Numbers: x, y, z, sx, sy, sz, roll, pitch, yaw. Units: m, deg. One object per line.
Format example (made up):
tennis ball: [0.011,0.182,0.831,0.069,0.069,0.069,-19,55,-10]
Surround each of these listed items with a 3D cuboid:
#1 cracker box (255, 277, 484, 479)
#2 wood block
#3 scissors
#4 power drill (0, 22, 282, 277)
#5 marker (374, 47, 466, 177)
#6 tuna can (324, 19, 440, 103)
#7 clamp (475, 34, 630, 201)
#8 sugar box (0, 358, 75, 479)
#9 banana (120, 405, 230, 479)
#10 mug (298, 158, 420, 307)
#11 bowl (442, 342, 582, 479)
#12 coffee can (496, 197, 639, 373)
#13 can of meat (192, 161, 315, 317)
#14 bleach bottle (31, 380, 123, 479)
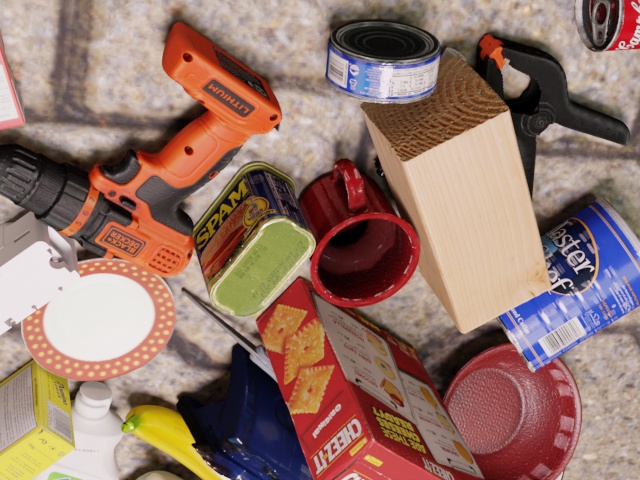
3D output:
cracker box: [0.043,0.149,0.919,0.164,0.214,0.072,34,108,-34]
wood block: [0.114,-0.034,0.874,0.091,0.090,0.206,-28,133,-3]
scissors: [-0.045,0.106,0.975,0.016,0.096,0.201,-44,95,12]
power drill: [-0.135,-0.071,0.809,0.184,0.057,0.188,29,114,-36]
marker: [0.080,-0.103,0.878,0.020,0.020,0.121,19,116,-28]
tuna can: [0.047,-0.136,0.802,0.086,0.086,0.034,-5,123,-15]
clamp: [0.175,-0.097,0.901,0.171,0.039,0.120,38,99,-30]
sugar box: [-0.293,0.186,0.913,0.176,0.093,0.048,-37,127,10]
banana: [-0.116,0.204,0.994,0.037,0.069,0.197,-39,120,19]
mug: [0.025,-0.014,0.883,0.093,0.081,0.117,-15,127,-8]
bowl: [0.177,0.176,1.060,0.162,0.055,0.162,-2,96,-20]
coffee can: [0.225,0.041,0.974,0.140,0.103,0.102,-34,127,7]
can of meat: [-0.056,0.001,0.866,0.057,0.084,0.102,29,111,-32]
bleach bottle: [-0.227,0.238,0.992,0.102,0.068,0.251,8,119,-24]
